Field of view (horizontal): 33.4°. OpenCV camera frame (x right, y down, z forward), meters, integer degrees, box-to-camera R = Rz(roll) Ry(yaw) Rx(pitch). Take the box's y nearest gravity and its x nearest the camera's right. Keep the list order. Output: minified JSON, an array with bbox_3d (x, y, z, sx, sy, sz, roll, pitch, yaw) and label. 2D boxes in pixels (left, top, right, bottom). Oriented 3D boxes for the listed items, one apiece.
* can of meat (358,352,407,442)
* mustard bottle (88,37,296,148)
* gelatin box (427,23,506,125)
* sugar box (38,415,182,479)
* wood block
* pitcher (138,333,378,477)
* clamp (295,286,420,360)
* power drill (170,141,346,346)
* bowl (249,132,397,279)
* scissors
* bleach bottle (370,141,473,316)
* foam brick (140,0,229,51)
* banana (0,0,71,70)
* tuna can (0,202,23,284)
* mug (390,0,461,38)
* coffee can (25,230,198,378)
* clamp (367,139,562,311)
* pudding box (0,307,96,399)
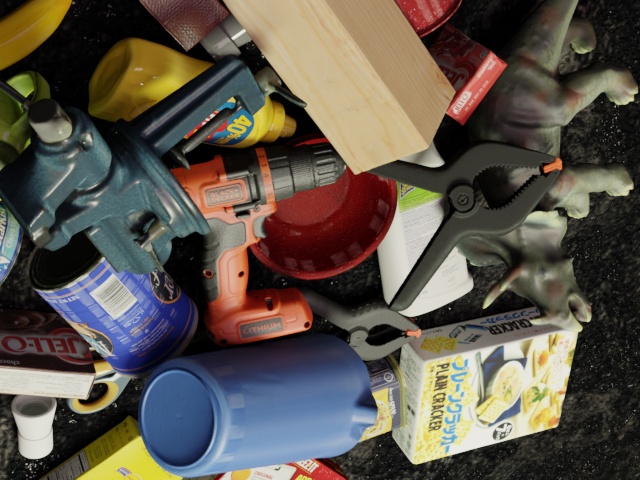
[{"bbox_3d":[0.052,0.188,1.253,0.083,0.057,0.102,-18,132,-14],"label":"can of meat"},{"bbox_3d":[-0.105,-0.124,0.966,0.191,0.058,0.096,12,151,-33],"label":"mustard bottle"},{"bbox_3d":[0.132,-0.166,1.056,0.030,0.089,0.073,29,104,-37],"label":"gelatin box"},{"bbox_3d":[-0.249,0.276,1.164,0.176,0.048,0.093,-37,129,-3],"label":"sugar box"},{"bbox_3d":[0.018,-0.172,0.943,0.090,0.090,0.206,-18,121,39],"label":"wood block"},{"bbox_3d":[-0.071,0.161,1.056,0.149,0.145,0.242,-38,158,26],"label":"pitcher"},{"bbox_3d":[0.032,0.094,1.199,0.171,0.039,0.120,-11,130,-19],"label":"clamp"},{"bbox_3d":[-0.057,0.001,1.018,0.184,0.057,0.187,-11,116,-4],"label":"power drill"},{"bbox_3d":[-0.006,-0.044,1.075,0.162,0.055,0.162,-7,119,-14],"label":"bowl"},{"bbox_3d":[-0.185,0.134,1.128,0.201,0.016,0.096,-4,122,-25],"label":"scissors"},{"bbox_3d":[0.103,-0.046,1.135,0.102,0.068,0.251,-24,124,-23],"label":"bleach bottle"},{"bbox_3d":[-0.127,-0.213,0.920,0.053,0.051,0.078,-41,129,2],"label":"foam brick"},{"bbox_3d":[-0.297,-0.161,0.874,0.197,0.037,0.070,-13,125,-20],"label":"banana"},{"bbox_3d":[-0.300,0.005,0.945,0.033,0.086,0.086,27,105,-38],"label":"tuna can"},{"bbox_3d":[0.062,-0.236,0.983,0.117,0.093,0.081,-26,125,12],"label":"mug"},{"bbox_3d":[-0.196,0.050,1.014,0.103,0.103,0.140,-37,129,-2],"label":"coffee can"},{"bbox_3d":[0.125,-0.047,1.024,0.210,0.036,0.164,-27,96,2],"label":"clamp"},{"bbox_3d":[-0.277,0.106,1.015,0.113,0.090,0.039,7,120,-28],"label":"pudding box"}]
